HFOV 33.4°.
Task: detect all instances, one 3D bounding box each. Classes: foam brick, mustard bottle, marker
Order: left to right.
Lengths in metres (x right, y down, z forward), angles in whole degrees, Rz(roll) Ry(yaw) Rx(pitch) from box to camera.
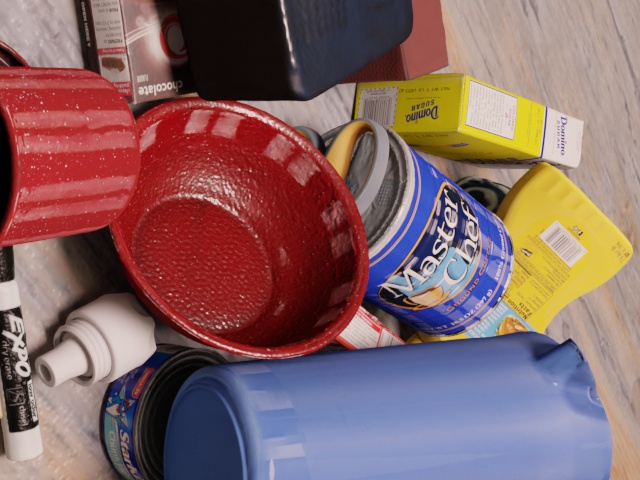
[{"bbox_3d":[-0.158,0.052,0.540,0.020,0.020,0.121,-17,106,-48],"label":"marker"},{"bbox_3d":[0.038,-0.134,0.710,0.051,0.078,0.053,-24,111,-44],"label":"foam brick"},{"bbox_3d":[0.130,0.040,0.794,0.096,0.058,0.192,44,98,-10],"label":"mustard bottle"}]

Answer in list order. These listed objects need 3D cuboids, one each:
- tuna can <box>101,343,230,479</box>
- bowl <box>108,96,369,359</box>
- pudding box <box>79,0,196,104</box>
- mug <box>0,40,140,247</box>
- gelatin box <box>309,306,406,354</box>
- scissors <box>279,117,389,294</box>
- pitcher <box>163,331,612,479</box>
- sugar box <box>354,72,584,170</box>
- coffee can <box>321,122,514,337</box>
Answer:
[{"bbox_3d":[-0.084,0.103,0.619,0.085,0.034,0.086,-5,97,-49],"label":"tuna can"},{"bbox_3d":[-0.054,0.001,0.599,0.161,0.055,0.162,18,54,-26],"label":"bowl"},{"bbox_3d":[-0.081,-0.128,0.600,0.113,0.039,0.090,-20,108,-47],"label":"pudding box"},{"bbox_3d":[-0.146,-0.050,0.505,0.081,0.093,0.117,-12,65,-53],"label":"mug"},{"bbox_3d":[0.006,0.061,0.691,0.089,0.073,0.030,40,62,-42],"label":"gelatin box"},{"bbox_3d":[-0.024,0.010,0.663,0.016,0.096,0.202,29,89,-50],"label":"scissors"},{"bbox_3d":[0.035,0.129,0.617,0.242,0.145,0.149,2,88,-34],"label":"pitcher"},{"bbox_3d":[0.113,-0.084,0.790,0.175,0.094,0.048,12,85,-49],"label":"sugar box"},{"bbox_3d":[0.053,-0.004,0.718,0.140,0.103,0.103,32,69,-46],"label":"coffee can"}]
